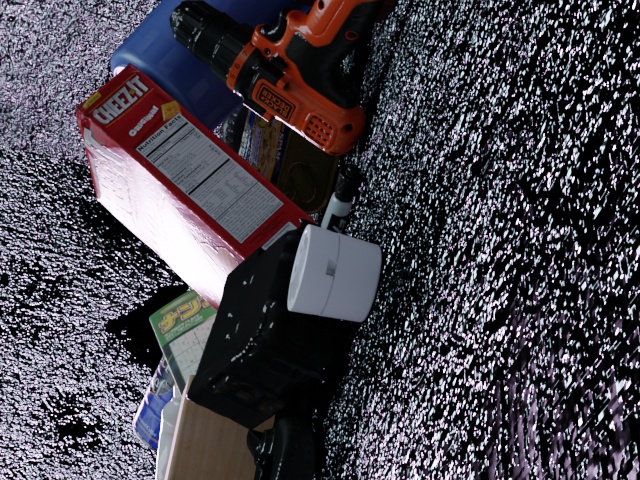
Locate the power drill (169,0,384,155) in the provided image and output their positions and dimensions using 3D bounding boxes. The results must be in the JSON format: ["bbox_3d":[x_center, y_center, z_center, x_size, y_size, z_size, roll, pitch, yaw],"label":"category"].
[{"bbox_3d":[-0.020,-0.178,0.806,0.057,0.184,0.188,-46,-12,-46],"label":"power drill"}]

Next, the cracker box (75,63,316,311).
[{"bbox_3d":[-0.107,-0.024,0.911,0.072,0.214,0.164,-44,-15,-22],"label":"cracker box"}]

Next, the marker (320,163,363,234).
[{"bbox_3d":[0.009,-0.011,0.826,0.020,0.020,0.121,-85,12,-48],"label":"marker"}]

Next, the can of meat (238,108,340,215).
[{"bbox_3d":[-0.029,-0.083,0.962,0.084,0.057,0.102,25,104,52],"label":"can of meat"}]

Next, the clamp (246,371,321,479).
[{"bbox_3d":[-0.022,0.137,0.740,0.171,0.039,0.120,-104,30,-67],"label":"clamp"}]

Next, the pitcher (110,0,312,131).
[{"bbox_3d":[-0.064,-0.202,0.957,0.242,0.145,0.149,-49,-2,-19],"label":"pitcher"}]

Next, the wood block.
[{"bbox_3d":[-0.086,0.222,0.856,0.091,0.090,0.206,123,158,-69],"label":"wood block"}]

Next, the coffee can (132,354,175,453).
[{"bbox_3d":[-0.124,0.151,1.124,0.103,0.102,0.140,-101,35,-72],"label":"coffee can"}]
